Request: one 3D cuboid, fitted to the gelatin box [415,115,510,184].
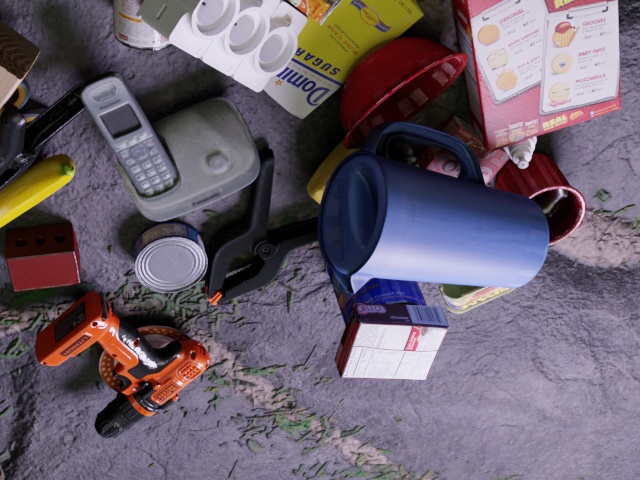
[{"bbox_3d":[0.171,-0.097,1.267,0.089,0.030,0.073,24,120,-30],"label":"gelatin box"}]

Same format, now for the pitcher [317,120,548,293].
[{"bbox_3d":[0.130,-0.024,1.169,0.242,0.145,0.149,9,138,-30],"label":"pitcher"}]

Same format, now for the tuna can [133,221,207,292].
[{"bbox_3d":[-0.179,0.020,1.267,0.086,0.034,0.086,-8,130,-9],"label":"tuna can"}]

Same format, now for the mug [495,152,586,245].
[{"bbox_3d":[0.273,-0.049,1.301,0.117,0.081,0.093,20,121,-28],"label":"mug"}]

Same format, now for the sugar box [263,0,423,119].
[{"bbox_3d":[0.010,-0.213,1.116,0.176,0.048,0.093,-41,127,17],"label":"sugar box"}]

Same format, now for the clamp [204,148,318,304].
[{"bbox_3d":[-0.058,0.002,1.283,0.164,0.036,0.210,25,115,-31],"label":"clamp"}]

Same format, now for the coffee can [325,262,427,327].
[{"bbox_3d":[0.070,0.066,1.303,0.102,0.140,0.103,-8,130,-9],"label":"coffee can"}]

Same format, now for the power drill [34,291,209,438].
[{"bbox_3d":[-0.258,0.157,1.318,0.184,0.057,0.187,-40,130,13],"label":"power drill"}]

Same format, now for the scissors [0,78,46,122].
[{"bbox_3d":[-0.377,-0.120,1.108,0.201,0.016,0.096,-10,132,-7],"label":"scissors"}]

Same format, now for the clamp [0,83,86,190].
[{"bbox_3d":[-0.311,-0.094,1.075,0.172,0.039,0.120,-42,170,24],"label":"clamp"}]

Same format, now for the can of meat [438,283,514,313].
[{"bbox_3d":[0.198,0.046,1.353,0.102,0.057,0.084,-24,164,5],"label":"can of meat"}]

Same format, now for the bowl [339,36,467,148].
[{"bbox_3d":[0.076,-0.167,1.136,0.162,0.055,0.162,-34,171,-7],"label":"bowl"}]

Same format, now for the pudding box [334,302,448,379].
[{"bbox_3d":[0.081,0.117,1.229,0.113,0.039,0.090,5,128,-17],"label":"pudding box"}]

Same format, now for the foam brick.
[{"bbox_3d":[-0.315,0.019,1.216,0.078,0.053,0.051,-7,130,-10],"label":"foam brick"}]

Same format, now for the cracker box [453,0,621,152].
[{"bbox_3d":[0.235,-0.219,1.156,0.164,0.072,0.213,-18,130,-2],"label":"cracker box"}]

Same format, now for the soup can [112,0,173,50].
[{"bbox_3d":[-0.166,-0.243,1.028,0.068,0.068,0.102,-2,130,-14],"label":"soup can"}]

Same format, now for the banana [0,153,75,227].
[{"bbox_3d":[-0.333,-0.046,1.152,0.198,0.069,0.037,-30,94,20],"label":"banana"}]
